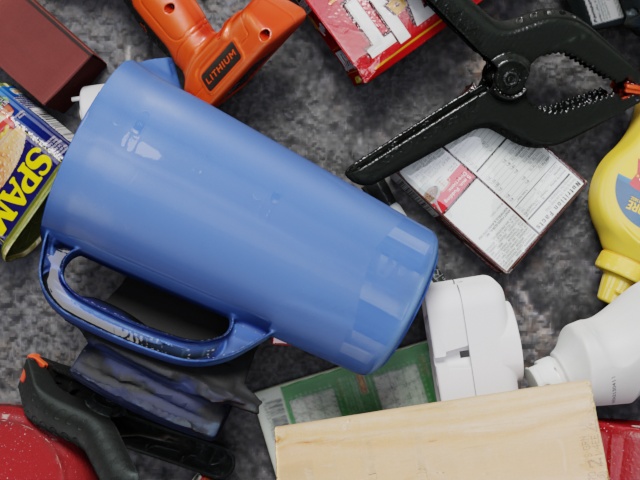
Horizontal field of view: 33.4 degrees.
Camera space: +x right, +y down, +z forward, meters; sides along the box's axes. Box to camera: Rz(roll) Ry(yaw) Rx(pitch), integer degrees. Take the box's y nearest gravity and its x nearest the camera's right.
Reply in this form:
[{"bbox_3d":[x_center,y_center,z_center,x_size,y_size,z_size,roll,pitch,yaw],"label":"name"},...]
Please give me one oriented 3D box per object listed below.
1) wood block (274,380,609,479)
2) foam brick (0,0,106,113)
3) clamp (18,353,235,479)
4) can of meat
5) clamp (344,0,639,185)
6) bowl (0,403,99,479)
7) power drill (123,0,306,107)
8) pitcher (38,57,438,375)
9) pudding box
[{"bbox_3d":[0.083,0.160,0.699,0.206,0.090,0.090,-11,62,13],"label":"wood block"},{"bbox_3d":[-0.204,-0.137,0.774,0.078,0.053,0.051,41,91,2],"label":"foam brick"},{"bbox_3d":[-0.154,0.130,0.740,0.172,0.120,0.039,23,95,20],"label":"clamp"},{"bbox_3d":[-0.223,-0.051,0.768,0.084,0.057,0.102,39,103,3],"label":"can of meat"},{"bbox_3d":[0.118,-0.103,0.727,0.209,0.036,0.165,10,106,-11],"label":"clamp"},{"bbox_3d":[-0.224,0.177,0.736,0.162,0.055,0.162,6,57,-10],"label":"bowl"},{"bbox_3d":[-0.099,-0.195,0.728,0.187,0.057,0.185,48,135,-2],"label":"power drill"},{"bbox_3d":[-0.055,0.001,0.702,0.243,0.145,0.149,27,115,-2],"label":"pitcher"},{"bbox_3d":[0.121,-0.044,0.773,0.113,0.039,0.090,42,89,-2],"label":"pudding box"}]
